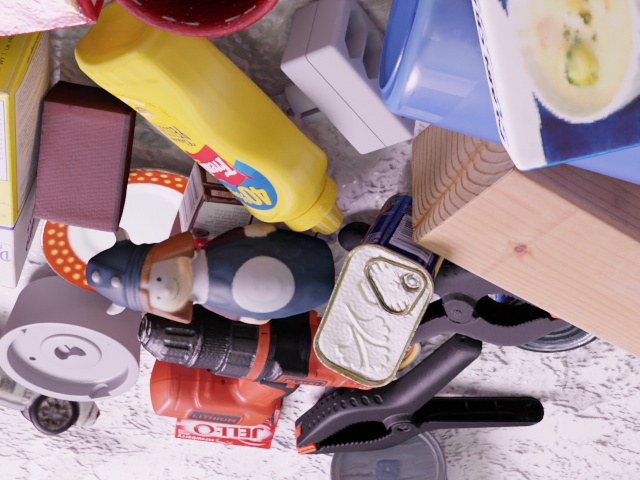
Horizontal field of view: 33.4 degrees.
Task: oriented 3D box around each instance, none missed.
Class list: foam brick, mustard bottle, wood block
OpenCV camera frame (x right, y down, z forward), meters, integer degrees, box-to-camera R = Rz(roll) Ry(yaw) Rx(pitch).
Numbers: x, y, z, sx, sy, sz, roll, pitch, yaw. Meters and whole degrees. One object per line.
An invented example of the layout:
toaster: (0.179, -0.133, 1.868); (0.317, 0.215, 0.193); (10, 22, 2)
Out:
foam brick: (-0.144, -0.052, 0.659); (0.051, 0.053, 0.078); (8, 110, -7)
mustard bottle: (-0.051, -0.063, 0.632); (0.191, 0.058, 0.096); (41, 165, -34)
wood block: (0.166, -0.011, 0.678); (0.205, 0.090, 0.091); (26, 136, -25)

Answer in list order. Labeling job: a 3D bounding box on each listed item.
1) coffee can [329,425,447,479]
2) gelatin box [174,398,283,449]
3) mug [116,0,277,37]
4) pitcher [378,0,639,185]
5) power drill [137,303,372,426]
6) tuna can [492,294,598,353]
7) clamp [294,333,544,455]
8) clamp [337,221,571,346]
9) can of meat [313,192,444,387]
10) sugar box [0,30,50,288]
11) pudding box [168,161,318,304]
coffee can: (0.069, 0.242, 0.979); (0.103, 0.103, 0.140); (-4, 140, 9)
gelatin box: (-0.081, 0.151, 0.938); (0.089, 0.030, 0.073); (9, 140, -6)
mug: (-0.052, -0.167, 0.512); (0.093, 0.081, 0.117); (24, 137, -23)
pitcher: (0.161, -0.103, 0.551); (0.242, 0.149, 0.145); (12, 155, -6)
power drill: (-0.065, 0.094, 0.796); (0.184, 0.057, 0.188); (12, 159, -23)
tuna can: (0.171, 0.047, 0.791); (0.086, 0.033, 0.086); (2, 140, 2)
clamp: (0.077, 0.144, 0.900); (0.210, 0.036, 0.164); (-24, 140, 26)
clamp: (0.093, 0.032, 0.749); (0.172, 0.039, 0.120); (-6, 133, 26)
can of meat: (0.044, 0.029, 0.692); (0.057, 0.083, 0.102); (25, 124, 7)
sugar box: (-0.193, -0.060, 0.644); (0.048, 0.093, 0.176); (13, 139, -7)
pudding box: (-0.055, 0.001, 0.732); (0.090, 0.039, 0.114); (6, 137, -21)
